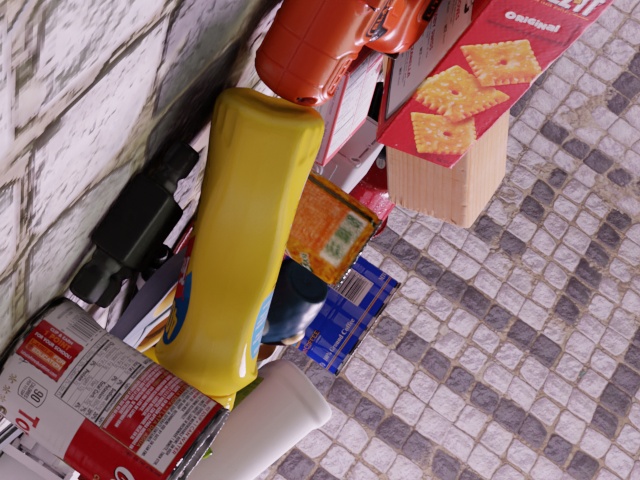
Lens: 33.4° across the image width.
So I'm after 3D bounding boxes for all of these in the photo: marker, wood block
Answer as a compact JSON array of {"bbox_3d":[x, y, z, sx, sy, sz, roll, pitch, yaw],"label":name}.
[{"bbox_3d":[-0.111,0.036,0.676,0.020,0.020,0.121,-52,175,-34],"label":"marker"},{"bbox_3d":[0.117,-0.123,0.977,0.090,0.091,0.206,-52,151,-34],"label":"wood block"}]

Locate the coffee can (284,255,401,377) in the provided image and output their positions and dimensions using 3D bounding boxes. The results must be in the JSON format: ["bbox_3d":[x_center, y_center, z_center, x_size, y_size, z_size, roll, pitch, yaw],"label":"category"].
[{"bbox_3d":[-0.014,0.040,0.947,0.103,0.140,0.103,-55,175,-7],"label":"coffee can"}]

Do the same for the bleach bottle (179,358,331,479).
[{"bbox_3d":[-0.109,0.203,0.882,0.250,0.068,0.103,-40,-176,-20],"label":"bleach bottle"}]

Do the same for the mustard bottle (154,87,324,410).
[{"bbox_3d":[-0.049,0.018,0.570,0.096,0.058,0.192,-106,-149,-74],"label":"mustard bottle"}]

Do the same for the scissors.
[{"bbox_3d":[-0.123,0.060,0.601,0.201,0.016,0.096,-36,164,-50],"label":"scissors"}]

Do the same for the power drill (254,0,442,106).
[{"bbox_3d":[0.042,-0.165,0.583,0.185,0.057,0.187,-57,174,19],"label":"power drill"}]

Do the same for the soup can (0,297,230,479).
[{"bbox_3d":[-0.105,0.083,0.530,0.068,0.102,0.068,-55,176,-6],"label":"soup can"}]

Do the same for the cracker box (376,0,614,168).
[{"bbox_3d":[0.117,-0.172,0.710,0.214,0.072,0.164,132,-28,-56],"label":"cracker box"}]
